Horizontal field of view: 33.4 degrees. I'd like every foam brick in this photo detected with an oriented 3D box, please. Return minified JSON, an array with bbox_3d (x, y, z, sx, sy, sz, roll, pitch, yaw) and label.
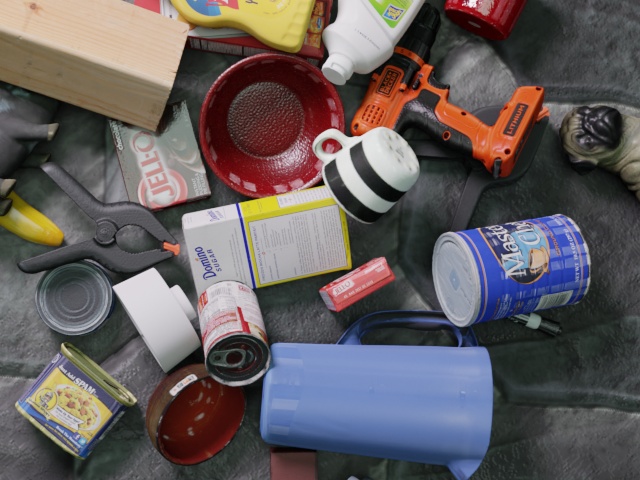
[{"bbox_3d":[-0.030,0.267,1.169,0.051,0.053,0.078,-1,85,-5],"label":"foam brick"}]

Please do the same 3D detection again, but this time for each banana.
[{"bbox_3d":[-0.356,-0.070,1.173,0.069,0.037,0.198,-28,89,-5],"label":"banana"}]

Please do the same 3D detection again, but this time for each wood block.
[{"bbox_3d":[-0.252,-0.203,1.116,0.206,0.090,0.090,18,57,-12],"label":"wood block"}]

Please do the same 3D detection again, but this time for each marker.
[{"bbox_3d":[0.219,0.083,1.216,0.121,0.020,0.020,21,85,-3],"label":"marker"}]

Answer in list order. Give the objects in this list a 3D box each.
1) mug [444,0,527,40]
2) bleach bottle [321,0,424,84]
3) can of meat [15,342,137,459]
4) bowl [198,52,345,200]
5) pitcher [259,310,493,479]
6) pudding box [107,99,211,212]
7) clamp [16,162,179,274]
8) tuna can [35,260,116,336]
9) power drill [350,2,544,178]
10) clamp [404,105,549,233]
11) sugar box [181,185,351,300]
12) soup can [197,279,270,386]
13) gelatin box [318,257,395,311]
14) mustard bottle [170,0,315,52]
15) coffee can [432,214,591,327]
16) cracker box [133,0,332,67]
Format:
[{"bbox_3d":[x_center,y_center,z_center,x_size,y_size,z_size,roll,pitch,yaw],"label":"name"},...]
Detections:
[{"bbox_3d":[0.186,-0.282,1.194,0.093,0.117,0.081,26,89,35],"label":"mug"},{"bbox_3d":[0.066,-0.281,1.173,0.102,0.068,0.250,34,70,-10],"label":"bleach bottle"},{"bbox_3d":[-0.265,0.175,1.155,0.102,0.057,0.084,40,87,0],"label":"can of meat"},{"bbox_3d":[-0.056,-0.128,1.177,0.162,0.055,0.162,-3,107,-11],"label":"bowl"},{"bbox_3d":[0.060,0.162,1.152,0.243,0.149,0.145,5,112,-1],"label":"pitcher"},{"bbox_3d":[-0.178,-0.091,1.187,0.090,0.039,0.113,-15,87,-5],"label":"pudding box"},{"bbox_3d":[-0.235,-0.019,1.147,0.171,0.039,0.120,4,96,-11],"label":"clamp"},{"bbox_3d":[-0.269,0.063,1.173,0.086,0.034,0.086,0,86,-4],"label":"tuna can"},{"bbox_3d":[0.148,-0.163,1.186,0.188,0.057,0.184,22,76,15],"label":"power drill"},{"bbox_3d":[0.165,-0.097,1.215,0.210,0.036,0.164,-40,89,-4],"label":"clamp"},{"bbox_3d":[-0.058,0.001,1.172,0.176,0.048,0.093,-10,117,-3],"label":"sugar box"},{"bbox_3d":[-0.093,0.096,1.130,0.068,0.102,0.068,-6,123,-9],"label":"soup can"},{"bbox_3d":[0.039,0.048,1.169,0.073,0.089,0.030,-29,90,-6],"label":"gelatin box"},{"bbox_3d":[-0.101,-0.269,1.123,0.191,0.058,0.096,16,90,-2],"label":"mustard bottle"},{"bbox_3d":[0.207,0.032,1.163,0.140,0.103,0.103,-9,87,-18],"label":"coffee can"},{"bbox_3d":[-0.091,-0.291,1.191,0.213,0.072,0.164,8,86,-3],"label":"cracker box"}]
